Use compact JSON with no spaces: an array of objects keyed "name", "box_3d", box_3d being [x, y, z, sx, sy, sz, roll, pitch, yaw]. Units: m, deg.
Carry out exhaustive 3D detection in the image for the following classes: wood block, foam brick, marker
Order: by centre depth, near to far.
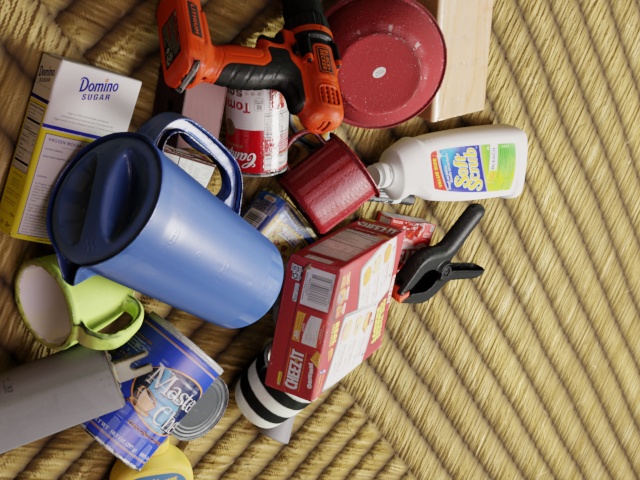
[{"name":"foam brick","box_3d":[-0.134,-0.137,1.091,0.051,0.053,0.078,-4,112,-40]},{"name":"wood block","box_3d":[0.138,-0.255,1.246,0.090,0.091,0.206,-17,121,-34]},{"name":"marker","box_3d":[0.075,-0.056,1.339,0.120,0.020,0.020,3,108,-42]}]

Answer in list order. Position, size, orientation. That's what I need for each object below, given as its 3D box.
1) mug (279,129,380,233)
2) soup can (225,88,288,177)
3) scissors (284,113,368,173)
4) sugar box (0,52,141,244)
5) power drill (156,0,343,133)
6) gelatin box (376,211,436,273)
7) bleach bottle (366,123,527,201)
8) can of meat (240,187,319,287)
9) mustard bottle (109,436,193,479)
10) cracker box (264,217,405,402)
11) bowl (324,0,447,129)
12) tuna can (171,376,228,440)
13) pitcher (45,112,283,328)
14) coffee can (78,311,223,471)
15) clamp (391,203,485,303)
[{"name":"mug","box_3d":[0.001,-0.071,1.202,0.081,0.093,0.117,-38,107,-4]},{"name":"soup can","box_3d":[-0.068,-0.127,1.143,0.068,0.069,0.102,-17,120,-35]},{"name":"scissors","box_3d":[0.006,-0.090,1.264,0.096,0.016,0.201,-51,134,-8]},{"name":"sugar box","box_3d":[-0.243,-0.084,1.028,0.093,0.048,0.176,11,99,-45]},{"name":"power drill","box_3d":[-0.067,-0.202,1.073,0.187,0.184,0.057,7,147,-29]},{"name":"gelatin box","box_3d":[0.104,0.005,1.386,0.089,0.030,0.073,8,105,-43]},{"name":"bleach bottle","box_3d":[0.158,-0.089,1.357,0.250,0.068,0.102,-12,115,-38]},{"name":"can of meat","box_3d":[-0.058,0.001,1.224,0.084,0.058,0.102,-50,135,-14]},{"name":"mustard bottle","box_3d":[-0.196,0.292,1.241,0.096,0.058,0.192,-5,114,-18]},{"name":"cracker box","box_3d":[0.020,0.075,1.264,0.213,0.072,0.164,-28,133,-63]},{"name":"bowl","box_3d":[0.063,-0.190,1.177,0.162,0.055,0.162,-1,115,-1]},{"name":"tuna can","box_3d":[-0.152,0.188,1.249,0.085,0.034,0.086,-19,122,-34]},{"name":"pitcher","box_3d":[-0.135,-0.007,1.049,0.149,0.145,0.242,-23,149,21]},{"name":"coffee can","box_3d":[-0.189,0.162,1.155,0.140,0.103,0.102,-50,134,-10]},{"name":"clamp","box_3d":[0.157,0.023,1.394,0.171,0.039,0.120,-26,126,-35]}]
